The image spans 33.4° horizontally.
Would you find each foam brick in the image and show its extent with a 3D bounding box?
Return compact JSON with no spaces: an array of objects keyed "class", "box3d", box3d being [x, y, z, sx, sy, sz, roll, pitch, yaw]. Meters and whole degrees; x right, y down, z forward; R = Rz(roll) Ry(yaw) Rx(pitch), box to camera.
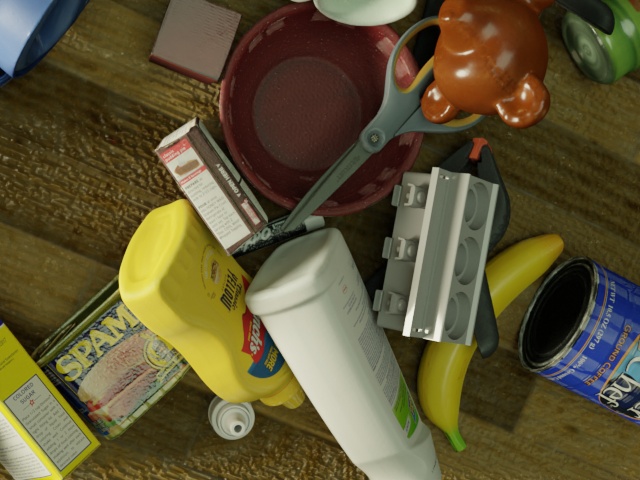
[{"class":"foam brick","box3d":[-0.093,-0.149,0.785,0.053,0.078,0.051,20,92,-12]}]

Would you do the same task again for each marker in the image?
[{"class":"marker","box3d":[-0.056,0.001,0.836,0.121,0.020,0.020,-21,99,-9]}]

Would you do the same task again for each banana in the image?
[{"class":"banana","box3d":[0.129,0.072,0.874,0.069,0.037,0.198,27,91,-30]}]

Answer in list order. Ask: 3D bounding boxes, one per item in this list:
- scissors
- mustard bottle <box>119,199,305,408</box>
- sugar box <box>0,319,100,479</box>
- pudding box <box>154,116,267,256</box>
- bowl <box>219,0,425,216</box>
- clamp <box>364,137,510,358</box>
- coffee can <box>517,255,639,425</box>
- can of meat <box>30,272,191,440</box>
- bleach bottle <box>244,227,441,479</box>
[{"class":"scissors","box3d":[0.059,-0.071,0.793,0.096,0.016,0.201,30,83,-11]},{"class":"mustard bottle","box3d":[-0.069,0.065,0.797,0.058,0.096,0.191,-20,128,25]},{"class":"sugar box","box3d":[-0.242,0.096,0.769,0.048,0.094,0.176,-41,103,-36]},{"class":"pudding box","box3d":[-0.079,-0.043,0.780,0.039,0.113,0.090,-35,100,-1]},{"class":"bowl","box3d":[-0.003,-0.099,0.815,0.162,0.055,0.162,-1,92,-16]},{"class":"clamp","box3d":[0.093,0.001,0.849,0.120,0.039,0.171,9,81,11]},{"class":"coffee can","box3d":[0.247,0.088,0.862,0.140,0.103,0.103,27,89,-12]},{"class":"can of meat","box3d":[-0.154,0.087,0.806,0.102,0.057,0.084,-42,104,-4]},{"class":"bleach bottle","box3d":[0.033,0.120,0.816,0.068,0.102,0.251,-19,109,22]}]
